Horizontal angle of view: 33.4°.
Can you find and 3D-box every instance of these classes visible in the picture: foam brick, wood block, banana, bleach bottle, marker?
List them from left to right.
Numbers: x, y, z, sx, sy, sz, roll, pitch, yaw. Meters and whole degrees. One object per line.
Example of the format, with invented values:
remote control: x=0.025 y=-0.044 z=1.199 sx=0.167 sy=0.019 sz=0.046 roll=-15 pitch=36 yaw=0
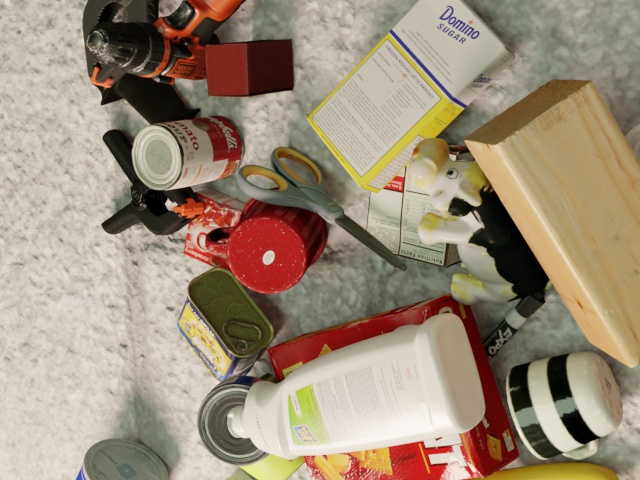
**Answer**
foam brick: x=-0.070 y=-0.170 z=1.050 sx=0.053 sy=0.078 sz=0.051 roll=6 pitch=105 yaw=32
bleach bottle: x=0.017 y=0.138 z=0.955 sx=0.251 sy=0.067 sz=0.102 roll=-16 pitch=90 yaw=34
marker: x=0.167 y=0.088 z=0.988 sx=0.020 sy=0.020 sz=0.121 roll=47 pitch=121 yaw=16
banana: x=0.183 y=0.225 z=0.966 sx=0.198 sy=0.069 sz=0.037 roll=-10 pitch=83 yaw=16
wood block: x=0.212 y=-0.016 z=0.839 sx=0.090 sy=0.091 sz=0.206 roll=-34 pitch=102 yaw=-2

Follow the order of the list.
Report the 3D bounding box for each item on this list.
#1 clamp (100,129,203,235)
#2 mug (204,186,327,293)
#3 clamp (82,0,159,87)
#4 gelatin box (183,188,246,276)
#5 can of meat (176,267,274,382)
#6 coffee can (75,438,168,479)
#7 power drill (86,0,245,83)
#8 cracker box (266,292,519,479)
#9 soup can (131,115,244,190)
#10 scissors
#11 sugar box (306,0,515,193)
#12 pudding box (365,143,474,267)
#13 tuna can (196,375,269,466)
clamp: x=-0.192 y=-0.042 z=1.169 sx=0.172 sy=0.039 sz=0.120 roll=31 pitch=125 yaw=42
mug: x=-0.057 y=0.001 z=1.054 sx=0.117 sy=0.081 sz=0.093 roll=5 pitch=109 yaw=9
clamp: x=-0.191 y=-0.261 z=1.117 sx=0.165 sy=0.036 sz=0.210 roll=17 pitch=96 yaw=29
gelatin box: x=-0.100 y=-0.006 z=1.134 sx=0.089 sy=0.030 sz=0.073 roll=23 pitch=112 yaw=27
can of meat: x=-0.103 y=0.093 z=1.127 sx=0.102 sy=0.057 sz=0.084 roll=51 pitch=147 yaw=14
coffee can: x=-0.251 y=0.320 z=1.260 sx=0.103 sy=0.102 sz=0.140 roll=37 pitch=118 yaw=21
power drill: x=-0.120 y=-0.231 z=1.018 sx=0.188 sy=0.184 sz=0.057 roll=-45 pitch=75 yaw=22
cracker box: x=0.063 y=0.153 z=1.025 sx=0.214 sy=0.071 sz=0.164 roll=-19 pitch=89 yaw=42
soup can: x=-0.136 y=-0.091 z=1.096 sx=0.069 sy=0.102 sz=0.068 roll=8 pitch=104 yaw=32
scissors: x=-0.008 y=-0.027 z=1.010 sx=0.202 sy=0.096 sz=0.016 roll=53 pitch=142 yaw=41
sugar box: x=0.079 y=-0.136 z=0.953 sx=0.176 sy=0.048 sz=0.093 roll=-43 pitch=69 yaw=14
pudding box: x=0.092 y=-0.038 z=0.998 sx=0.090 sy=0.039 sz=0.113 roll=14 pitch=110 yaw=30
tuna can: x=-0.079 y=0.179 z=1.057 sx=0.086 sy=0.033 sz=0.086 roll=1 pitch=96 yaw=9
